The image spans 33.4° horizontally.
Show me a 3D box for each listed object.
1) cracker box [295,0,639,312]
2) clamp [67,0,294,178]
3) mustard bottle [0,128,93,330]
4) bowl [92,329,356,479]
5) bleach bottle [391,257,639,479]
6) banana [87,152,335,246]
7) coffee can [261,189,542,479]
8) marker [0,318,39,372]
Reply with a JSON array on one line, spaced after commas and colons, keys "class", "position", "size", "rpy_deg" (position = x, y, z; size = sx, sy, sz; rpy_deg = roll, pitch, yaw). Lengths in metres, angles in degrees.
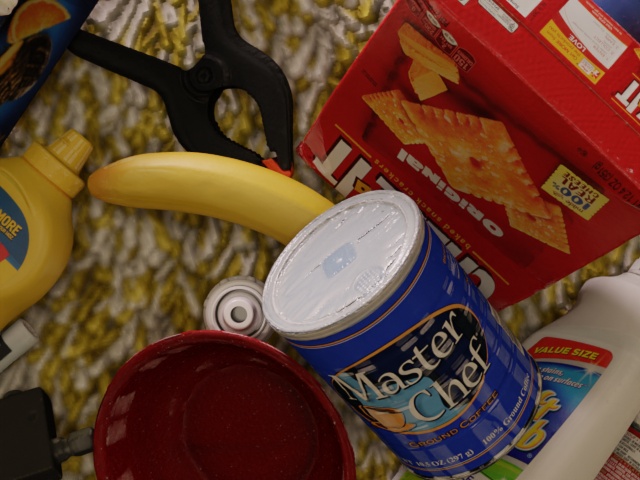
[{"class": "cracker box", "position": [0.088, -0.053, 0.583], "size": [0.164, 0.214, 0.072], "rpy_deg": [43, 66, 0]}, {"class": "clamp", "position": [-0.082, -0.102, 0.672], "size": [0.120, 0.039, 0.171], "rpy_deg": [-28, 90, 14]}, {"class": "mustard bottle", "position": [-0.208, 0.008, 0.647], "size": [0.096, 0.058, 0.191], "rpy_deg": [39, 85, 22]}, {"class": "bowl", "position": [-0.051, 0.125, 0.637], "size": [0.162, 0.055, 0.162], "rpy_deg": [3, 101, 15]}, {"class": "bleach bottle", "position": [0.131, 0.107, 0.649], "size": [0.250, 0.103, 0.068], "rpy_deg": [-50, 127, -10]}, {"class": "banana", "position": [-0.042, -0.013, 0.649], "size": [0.197, 0.037, 0.070], "rpy_deg": [27, 108, -7]}, {"class": "coffee can", "position": [0.048, 0.055, 0.608], "size": [0.103, 0.103, 0.140], "rpy_deg": [-43, 120, -4]}, {"class": "marker", "position": [-0.227, 0.094, 0.664], "size": [0.121, 0.020, 0.020], "rpy_deg": [-40, 89, -4]}]
